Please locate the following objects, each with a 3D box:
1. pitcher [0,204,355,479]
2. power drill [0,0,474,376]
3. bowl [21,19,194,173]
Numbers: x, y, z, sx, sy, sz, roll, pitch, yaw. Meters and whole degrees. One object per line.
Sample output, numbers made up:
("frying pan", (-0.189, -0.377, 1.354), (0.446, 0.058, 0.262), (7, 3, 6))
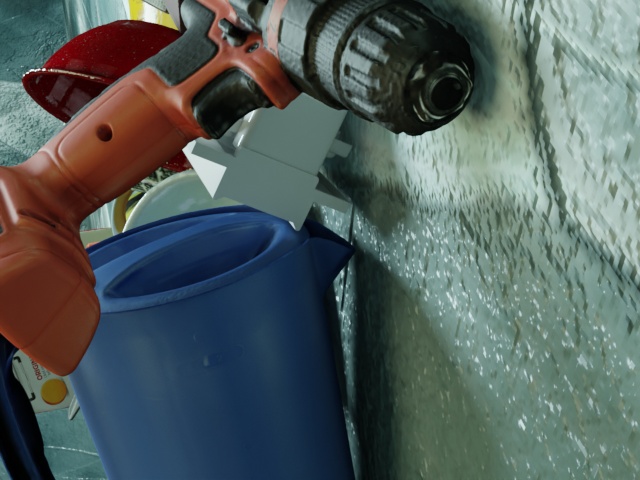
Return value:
("pitcher", (-0.055, 0.114, 0.534), (0.149, 0.144, 0.243), (1, 112, 36))
("power drill", (-0.049, -0.038, 0.402), (0.057, 0.187, 0.185), (52, 176, -34))
("bowl", (-0.097, -0.090, 0.658), (0.162, 0.162, 0.055), (152, 138, -75))
